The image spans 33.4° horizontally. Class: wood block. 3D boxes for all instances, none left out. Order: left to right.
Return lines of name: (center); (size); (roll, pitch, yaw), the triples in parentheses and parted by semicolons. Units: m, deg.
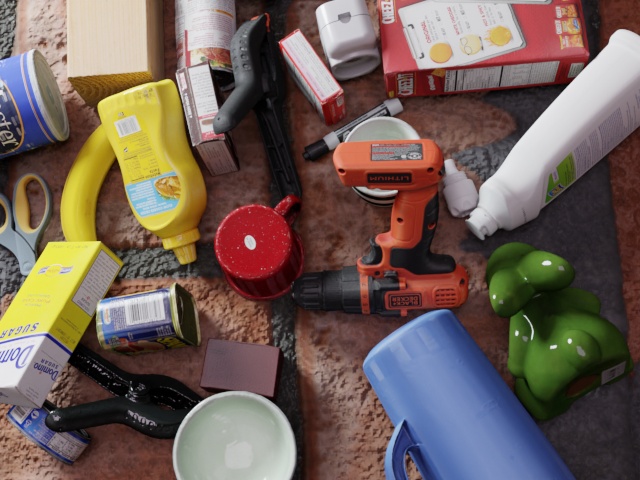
wood block: (-0.227, -0.262, 1.187); (0.091, 0.090, 0.206); (-5, 76, 3)

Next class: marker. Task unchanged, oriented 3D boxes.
marker: (0.034, -0.121, 1.167); (0.121, 0.020, 0.020); (-30, 76, -3)

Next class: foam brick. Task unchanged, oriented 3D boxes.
foam brick: (-0.080, 0.133, 1.099); (0.078, 0.051, 0.053); (8, 76, 6)

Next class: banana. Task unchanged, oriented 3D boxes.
banana: (-0.242, -0.065, 1.171); (0.069, 0.037, 0.198); (16, 80, -19)

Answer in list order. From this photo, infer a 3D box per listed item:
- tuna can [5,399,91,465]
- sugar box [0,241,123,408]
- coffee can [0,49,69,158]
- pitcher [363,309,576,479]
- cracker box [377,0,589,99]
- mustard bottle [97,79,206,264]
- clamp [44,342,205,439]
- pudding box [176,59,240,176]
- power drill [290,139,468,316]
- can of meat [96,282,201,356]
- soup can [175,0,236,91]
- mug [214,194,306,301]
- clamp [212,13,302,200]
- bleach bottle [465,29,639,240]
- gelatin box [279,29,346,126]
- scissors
tuna can: (-0.275, 0.189, 1.084); (0.086, 0.086, 0.033); (36, 80, 12)
sugar box: (-0.281, 0.082, 1.088); (0.094, 0.048, 0.176); (-2, 50, 40)
coffee can: (-0.358, -0.139, 1.161); (0.140, 0.103, 0.103); (-17, 76, 1)
pitcher: (0.137, 0.195, 1.024); (0.145, 0.149, 0.243); (-37, 72, 14)
cracker box: (0.169, -0.245, 1.154); (0.214, 0.072, 0.164); (-5, 69, 4)
mustard bottle: (-0.169, -0.067, 1.131); (0.096, 0.058, 0.191); (-12, 98, 37)
clamp: (-0.194, 0.166, 1.072); (0.171, 0.039, 0.120); (18, 38, -5)
pudding box: (-0.117, -0.127, 1.133); (0.039, 0.113, 0.090); (-15, 77, 2)
power drill: (0.056, -0.007, 1.067); (0.184, 0.188, 0.057); (-3, 34, 3)
can of meat: (-0.175, 0.084, 1.094); (0.084, 0.102, 0.057); (-10, 76, 4)
soup can: (-0.126, -0.223, 1.180); (0.068, 0.068, 0.102); (-5, 76, 3)
mug: (-0.057, 0.001, 1.113); (0.093, 0.081, 0.117); (37, 82, 12)
clamp: (-0.062, -0.150, 1.145); (0.036, 0.164, 0.210); (-14, 52, 20)
bleach bottle: (0.247, -0.098, 1.101); (0.250, 0.102, 0.068); (-42, 55, -6)
gelatin box: (-0.007, -0.175, 1.155); (0.030, 0.073, 0.089); (-34, 76, -4)
scissors: (-0.336, 0.024, 1.165); (0.096, 0.016, 0.202); (0, 76, 6)
